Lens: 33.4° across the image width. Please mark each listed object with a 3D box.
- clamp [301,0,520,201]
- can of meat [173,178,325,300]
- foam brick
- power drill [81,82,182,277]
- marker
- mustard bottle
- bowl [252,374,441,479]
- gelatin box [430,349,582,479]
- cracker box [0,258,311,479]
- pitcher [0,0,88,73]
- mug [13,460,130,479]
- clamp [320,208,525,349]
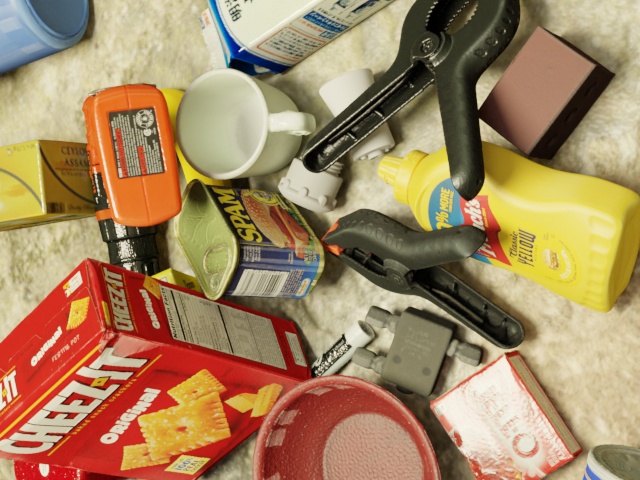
[{"bbox_3d":[0.076,-0.125,0.764,0.165,0.036,0.210,6,67,44],"label":"clamp"},{"bbox_3d":[-0.055,0.001,0.830,0.102,0.083,0.057,56,130,43],"label":"can of meat"},{"bbox_3d":[0.157,-0.102,0.749,0.051,0.052,0.078,42,110,21],"label":"foam brick"},{"bbox_3d":[-0.154,-0.042,0.861,0.188,0.057,0.184,168,91,-73],"label":"power drill"},{"bbox_3d":[-0.004,0.109,0.859,0.121,0.020,0.020,-45,71,22],"label":"marker"},{"bbox_3d":[0.125,-0.022,0.751,0.192,0.058,0.096,23,145,28],"label":"mustard bottle"},{"bbox_3d":[0.029,0.181,0.822,0.162,0.055,0.162,0,91,29],"label":"bowl"},{"bbox_3d":[0.134,0.136,0.778,0.073,0.030,0.089,-39,73,24],"label":"gelatin box"},{"bbox_3d":[-0.136,0.111,0.817,0.164,0.213,0.072,-41,51,24],"label":"cracker box"},{"bbox_3d":[-0.339,-0.192,0.978,0.243,0.144,0.149,-10,106,26],"label":"pitcher"},{"bbox_3d":[-0.205,0.187,0.936,0.117,0.081,0.093,-35,75,25],"label":"mug"},{"bbox_3d":[0.074,0.024,0.786,0.172,0.039,0.120,17,142,50],"label":"clamp"}]
